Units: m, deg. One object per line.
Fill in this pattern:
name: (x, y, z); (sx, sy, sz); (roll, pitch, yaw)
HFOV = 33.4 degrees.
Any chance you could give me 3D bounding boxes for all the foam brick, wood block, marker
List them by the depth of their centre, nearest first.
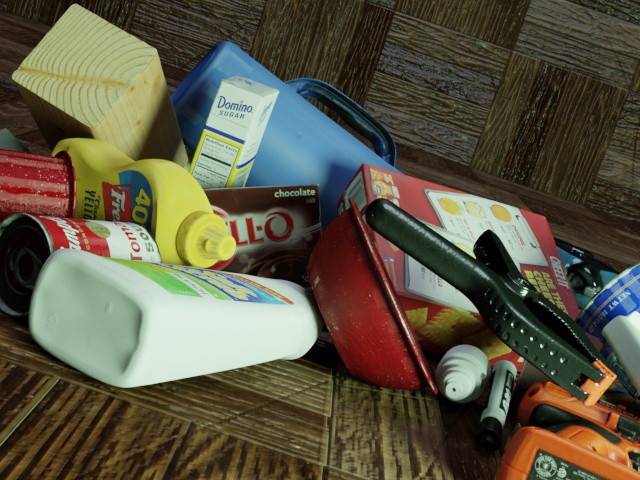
marker: (0.130, 0.122, 0.791); (0.020, 0.020, 0.121); (20, 23, 9)
foam brick: (0.189, 0.109, 0.856); (0.053, 0.078, 0.051); (22, 13, 17)
wood block: (-0.193, -0.106, 0.974); (0.091, 0.090, 0.206); (31, -18, 12)

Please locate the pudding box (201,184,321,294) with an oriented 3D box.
pudding box: (-0.056, 0.001, 0.860); (0.113, 0.090, 0.039); (-4, 7, -11)

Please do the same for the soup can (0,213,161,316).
soup can: (-0.168, 0.018, 0.736); (0.069, 0.068, 0.102); (26, 13, 34)

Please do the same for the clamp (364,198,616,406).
clamp: (0.144, 0.043, 0.808); (0.210, 0.036, 0.164); (45, 22, 31)

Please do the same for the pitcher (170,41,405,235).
pitcher: (-0.034, -0.095, 1.094); (0.242, 0.145, 0.149); (40, 17, -16)

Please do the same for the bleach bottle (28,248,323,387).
bleach bottle: (-0.077, 0.051, 0.745); (0.103, 0.068, 0.250); (24, 10, 28)

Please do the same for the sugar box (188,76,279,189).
sugar box: (-0.090, -0.053, 0.924); (0.048, 0.176, 0.093); (19, 11, 2)

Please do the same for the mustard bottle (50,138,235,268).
mustard bottle: (-0.137, -0.017, 0.819); (0.192, 0.096, 0.058); (17, 16, 39)

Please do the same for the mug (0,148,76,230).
mug: (-0.232, -0.017, 0.784); (0.081, 0.093, 0.117); (7, 50, -30)

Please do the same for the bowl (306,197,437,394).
bowl: (0.032, 0.051, 0.807); (0.055, 0.162, 0.162); (-23, 12, 3)

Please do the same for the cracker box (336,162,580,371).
cracker box: (0.127, 0.030, 0.998); (0.213, 0.072, 0.164); (15, 42, -22)

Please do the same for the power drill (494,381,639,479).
power drill: (0.204, 0.156, 0.711); (0.185, 0.057, 0.187); (19, 8, 23)
